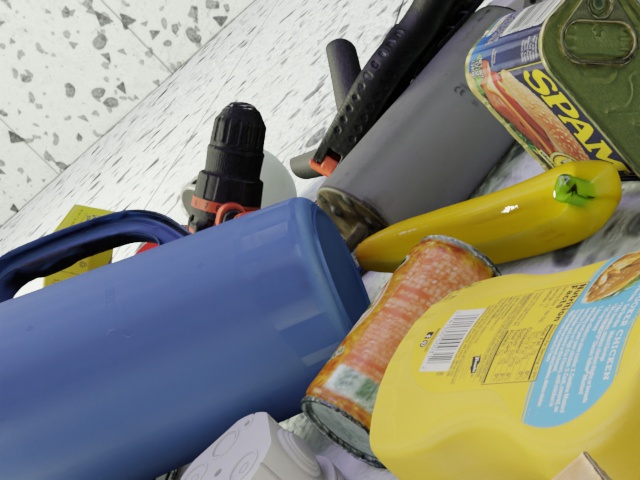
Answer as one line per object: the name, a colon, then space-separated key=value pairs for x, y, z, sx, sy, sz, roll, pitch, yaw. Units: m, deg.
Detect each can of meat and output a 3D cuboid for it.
can of meat: x=0.130 y=-0.074 z=0.528 sx=0.057 sy=0.102 sz=0.084 roll=-48 pitch=15 yaw=-12

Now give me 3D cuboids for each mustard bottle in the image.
mustard bottle: x=0.101 y=0.046 z=0.379 sx=0.096 sy=0.058 sz=0.192 roll=-52 pitch=18 yaw=-28

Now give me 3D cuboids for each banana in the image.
banana: x=0.090 y=-0.011 z=0.543 sx=0.198 sy=0.069 sz=0.037 roll=155 pitch=120 yaw=-62

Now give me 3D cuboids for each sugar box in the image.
sugar box: x=-0.214 y=0.068 z=0.934 sx=0.093 sy=0.048 sz=0.176 roll=-79 pitch=-3 yaw=-65

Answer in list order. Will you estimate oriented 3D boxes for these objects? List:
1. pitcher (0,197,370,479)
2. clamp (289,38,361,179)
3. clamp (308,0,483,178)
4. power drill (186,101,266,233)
pitcher: x=-0.097 y=0.059 z=0.600 sx=0.243 sy=0.149 sz=0.145 roll=-23 pitch=12 yaw=11
clamp: x=0.022 y=-0.070 z=0.825 sx=0.171 sy=0.039 sz=0.120 roll=-116 pitch=37 yaw=-51
clamp: x=0.064 y=-0.128 z=0.728 sx=0.210 sy=0.036 sz=0.164 roll=-57 pitch=-9 yaw=1
power drill: x=-0.055 y=0.001 z=0.738 sx=0.188 sy=0.057 sz=0.184 roll=-139 pitch=57 yaw=-72
